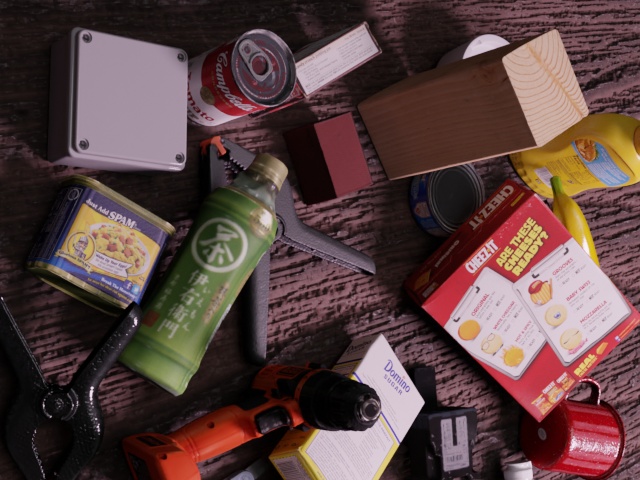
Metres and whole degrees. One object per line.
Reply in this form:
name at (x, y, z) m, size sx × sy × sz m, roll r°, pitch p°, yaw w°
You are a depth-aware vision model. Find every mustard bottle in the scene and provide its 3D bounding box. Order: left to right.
mustard bottle at (0.309, -0.098, 1.191) m, size 0.096 × 0.192 × 0.058 m, roll 44°, pitch 61°, yaw -25°

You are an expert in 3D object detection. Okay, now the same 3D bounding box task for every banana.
banana at (0.302, 0.020, 1.230) m, size 0.069 × 0.037 × 0.197 m, roll -70°, pitch 144°, yaw -50°

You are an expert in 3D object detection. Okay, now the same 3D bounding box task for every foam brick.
foam brick at (0.008, -0.080, 1.048) m, size 0.051 × 0.053 × 0.078 m, roll -22°, pitch 99°, yaw -37°

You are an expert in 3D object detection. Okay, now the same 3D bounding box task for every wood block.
wood block at (0.146, -0.131, 1.062) m, size 0.090 × 0.207 × 0.091 m, roll -32°, pitch 103°, yaw -36°

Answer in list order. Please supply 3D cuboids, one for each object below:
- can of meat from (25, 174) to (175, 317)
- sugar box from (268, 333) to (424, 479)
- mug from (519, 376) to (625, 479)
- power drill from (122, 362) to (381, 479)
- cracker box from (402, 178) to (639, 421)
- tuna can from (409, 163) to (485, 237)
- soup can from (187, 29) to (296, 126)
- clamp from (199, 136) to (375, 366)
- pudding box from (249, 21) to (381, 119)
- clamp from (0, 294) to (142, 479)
can of meat at (-0.184, 0.007, 0.889) m, size 0.102 × 0.058 × 0.084 m, roll 32°, pitch 68°, yaw -30°
sugar box at (0.029, 0.178, 1.016) m, size 0.093 × 0.048 × 0.176 m, roll 58°, pitch 40°, yaw -16°
mug at (0.282, 0.208, 1.195) m, size 0.081 × 0.093 × 0.117 m, roll 13°, pitch 94°, yaw -31°
power drill at (-0.059, 0.161, 0.897) m, size 0.187 × 0.185 × 0.057 m, roll -22°, pitch 97°, yaw -27°
cracker box at (0.217, 0.065, 1.140) m, size 0.164 × 0.072 × 0.213 m, roll -45°, pitch 115°, yaw 2°
tuna can at (0.137, -0.046, 1.153) m, size 0.085 × 0.034 × 0.086 m, roll 5°, pitch 81°, yaw -37°
soup can at (-0.078, -0.144, 0.958) m, size 0.068 × 0.102 × 0.068 m, roll 5°, pitch 81°, yaw -37°
clamp at (-0.057, 0.001, 0.998) m, size 0.164 × 0.036 × 0.210 m, roll -45°, pitch 108°, yaw -26°
pudding box at (-0.011, -0.162, 1.020) m, size 0.113 × 0.090 × 0.039 m, roll -39°, pitch 107°, yaw -34°
clamp at (-0.200, 0.121, 0.851) m, size 0.120 × 0.039 × 0.171 m, roll -3°, pitch 98°, yaw -8°
